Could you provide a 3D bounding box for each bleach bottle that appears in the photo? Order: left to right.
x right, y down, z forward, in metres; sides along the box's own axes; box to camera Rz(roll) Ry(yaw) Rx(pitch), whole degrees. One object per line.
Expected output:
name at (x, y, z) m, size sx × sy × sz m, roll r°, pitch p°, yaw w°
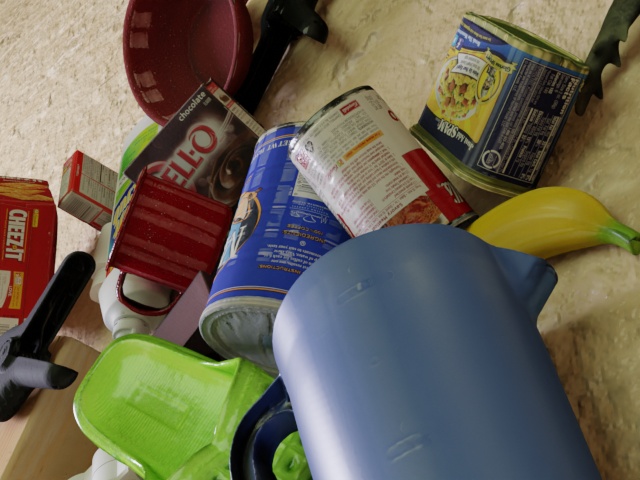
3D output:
bleach bottle at (-0.154, -0.011, 0.979) m, size 0.103 × 0.068 × 0.251 m, roll -36°, pitch 37°, yaw 36°

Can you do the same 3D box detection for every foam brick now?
foam brick at (-0.081, 0.073, 0.750) m, size 0.078 × 0.053 × 0.051 m, roll -53°, pitch 30°, yaw 10°

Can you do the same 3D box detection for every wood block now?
wood block at (-0.230, 0.189, 0.869) m, size 0.091 × 0.090 × 0.206 m, roll -5°, pitch 57°, yaw 54°

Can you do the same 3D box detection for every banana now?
banana at (0.087, 0.025, 0.599) m, size 0.198 × 0.037 × 0.069 m, roll -38°, pitch 32°, yaw 31°

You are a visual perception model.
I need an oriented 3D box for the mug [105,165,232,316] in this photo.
mug at (-0.128, 0.007, 0.882) m, size 0.093 × 0.081 × 0.117 m, roll -155°, pitch 86°, yaw -81°

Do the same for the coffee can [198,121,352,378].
coffee can at (-0.011, 0.008, 0.698) m, size 0.103 × 0.102 × 0.140 m, roll -22°, pitch 44°, yaw 46°

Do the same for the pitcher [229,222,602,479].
pitcher at (0.052, 0.119, 0.467) m, size 0.243 × 0.144 × 0.149 m, roll -106°, pitch 29°, yaw -51°

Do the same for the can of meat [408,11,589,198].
can of meat at (0.105, -0.083, 0.633) m, size 0.084 × 0.057 × 0.102 m, roll -68°, pitch 25°, yaw 18°

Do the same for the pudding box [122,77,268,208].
pudding box at (-0.100, -0.069, 0.921) m, size 0.114 × 0.090 × 0.039 m, roll -45°, pitch 10°, yaw 19°

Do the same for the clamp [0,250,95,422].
clamp at (-0.228, 0.097, 0.824) m, size 0.172 × 0.039 × 0.120 m, roll -47°, pitch 27°, yaw 29°

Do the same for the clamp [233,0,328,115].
clamp at (-0.026, -0.210, 0.998) m, size 0.165 × 0.036 × 0.210 m, roll -35°, pitch 33°, yaw 50°

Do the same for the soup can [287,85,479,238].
soup can at (0.036, -0.032, 0.633) m, size 0.068 × 0.102 × 0.068 m, roll -36°, pitch -12°, yaw -9°

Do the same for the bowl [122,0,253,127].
bowl at (-0.112, -0.182, 0.979) m, size 0.162 × 0.055 × 0.162 m, roll 5°, pitch 97°, yaw 42°

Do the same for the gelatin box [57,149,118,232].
gelatin box at (-0.220, -0.042, 1.081) m, size 0.030 × 0.089 × 0.073 m, roll -44°, pitch 31°, yaw 24°

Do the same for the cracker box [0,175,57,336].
cracker box at (-0.309, 0.026, 1.079) m, size 0.214 × 0.072 × 0.164 m, roll -149°, pitch 66°, yaw -72°
